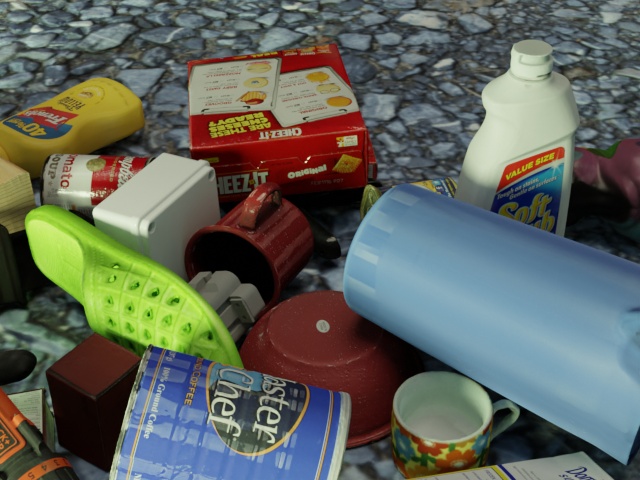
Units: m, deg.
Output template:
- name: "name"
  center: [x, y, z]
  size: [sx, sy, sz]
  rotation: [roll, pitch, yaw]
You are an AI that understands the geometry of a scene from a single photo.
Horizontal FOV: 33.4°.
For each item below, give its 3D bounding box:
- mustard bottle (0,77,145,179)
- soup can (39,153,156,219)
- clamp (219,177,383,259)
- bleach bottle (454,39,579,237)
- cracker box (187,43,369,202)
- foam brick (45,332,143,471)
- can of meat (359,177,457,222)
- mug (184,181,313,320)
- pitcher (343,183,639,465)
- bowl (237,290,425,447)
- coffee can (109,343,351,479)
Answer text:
- name: "mustard bottle"
  center: [-0.285, -0.110, 1.122]
  size: [0.096, 0.058, 0.191]
  rotation: [26, 44, 33]
- name: "soup can"
  center: [-0.210, -0.049, 1.028]
  size: [0.102, 0.068, 0.068]
  rotation: [3, 36, 6]
- name: "clamp"
  center: [-0.034, -0.031, 1.027]
  size: [0.171, 0.039, 0.120]
  rotation: [6, 32, 15]
- name: "bleach bottle"
  center: [0.148, -0.038, 0.851]
  size: [0.102, 0.251, 0.068]
  rotation: [-7, 36, -9]
- name: "cracker box"
  center: [-0.048, -0.120, 1.066]
  size: [0.164, 0.072, 0.214]
  rotation: [-7, 32, -3]
- name: "foam brick"
  center: [-0.162, 0.120, 0.787]
  size: [0.053, 0.078, 0.051]
  rotation: [24, 42, 26]
- name: "can of meat"
  center: [0.093, -0.008, 0.965]
  size: [0.083, 0.057, 0.102]
  rotation: [-10, 51, -17]
- name: "mug"
  center: [-0.056, 0.001, 0.920]
  size: [0.093, 0.117, 0.081]
  rotation: [22, 36, 17]
- name: "pitcher"
  center: [0.144, 0.054, 0.780]
  size: [0.243, 0.149, 0.144]
  rotation: [25, 29, 24]
- name: "bowl"
  center: [0.005, 0.088, 0.846]
  size: [0.162, 0.055, 0.162]
  rotation: [-1, 36, 0]
- name: "coffee can"
  center: [-0.060, 0.135, 0.715]
  size: [0.140, 0.103, 0.102]
  rotation: [15, 36, -4]
